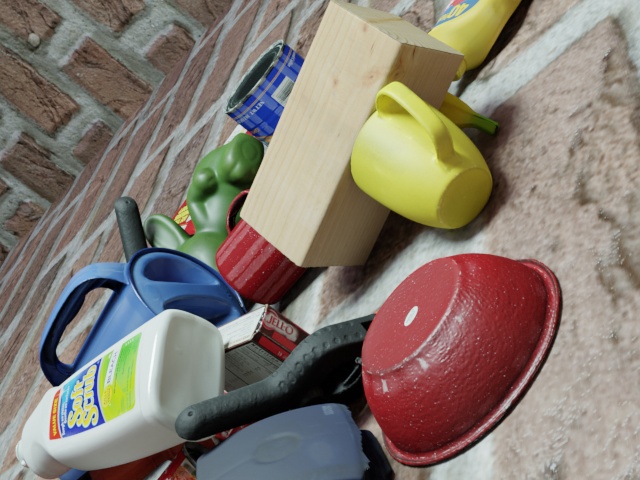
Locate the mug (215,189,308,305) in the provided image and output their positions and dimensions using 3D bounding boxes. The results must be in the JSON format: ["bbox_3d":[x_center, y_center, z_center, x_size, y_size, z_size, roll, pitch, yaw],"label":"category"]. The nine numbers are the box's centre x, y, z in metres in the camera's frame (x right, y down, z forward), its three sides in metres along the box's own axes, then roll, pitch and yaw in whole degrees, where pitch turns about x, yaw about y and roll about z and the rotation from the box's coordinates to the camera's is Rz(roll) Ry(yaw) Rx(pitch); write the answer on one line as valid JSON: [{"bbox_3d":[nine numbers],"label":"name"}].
[{"bbox_3d":[-0.057,0.001,1.061,0.082,0.093,0.117,-50,61,23],"label":"mug"}]

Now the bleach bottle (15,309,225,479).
[{"bbox_3d":[-0.177,0.145,0.866,0.251,0.068,0.102,-32,44,40],"label":"bleach bottle"}]

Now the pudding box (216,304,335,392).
[{"bbox_3d":[-0.041,0.100,0.855,0.114,0.090,0.039,-29,29,52],"label":"pudding box"}]

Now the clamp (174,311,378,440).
[{"bbox_3d":[-0.015,0.119,0.780,0.171,0.120,0.039,-29,55,-9],"label":"clamp"}]

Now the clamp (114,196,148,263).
[{"bbox_3d":[-0.189,0.065,1.168,0.210,0.036,0.165,59,153,35],"label":"clamp"}]

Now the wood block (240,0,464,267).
[{"bbox_3d":[0.023,-0.087,0.910,0.090,0.090,0.206,39,115,35],"label":"wood block"}]

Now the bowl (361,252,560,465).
[{"bbox_3d":[0.077,0.063,0.695,0.162,0.055,0.162,-45,20,21],"label":"bowl"}]

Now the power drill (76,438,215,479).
[{"bbox_3d":[-0.181,0.213,0.915,0.187,0.057,0.185,-31,9,-16],"label":"power drill"}]

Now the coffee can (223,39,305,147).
[{"bbox_3d":[-0.022,-0.137,1.179,0.103,0.140,0.103,-45,19,20],"label":"coffee can"}]

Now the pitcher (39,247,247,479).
[{"bbox_3d":[-0.193,0.130,1.052,0.243,0.149,0.144,-53,-16,24],"label":"pitcher"}]

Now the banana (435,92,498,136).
[{"bbox_3d":[0.096,-0.122,0.982,0.037,0.069,0.198,-55,18,5],"label":"banana"}]

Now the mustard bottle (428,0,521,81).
[{"bbox_3d":[0.156,-0.226,1.051,0.191,0.058,0.096,-58,19,-17],"label":"mustard bottle"}]
